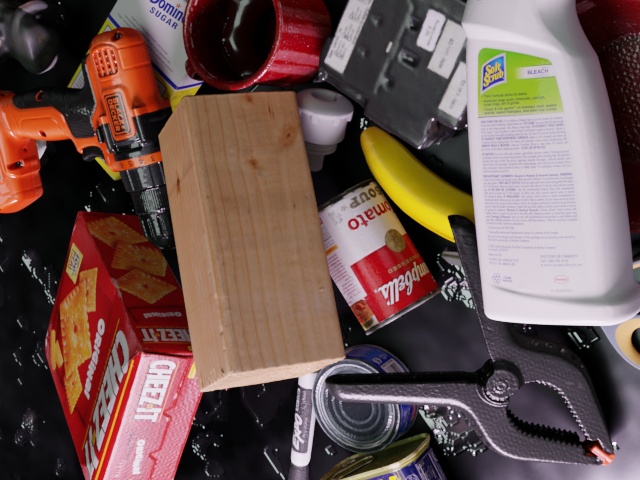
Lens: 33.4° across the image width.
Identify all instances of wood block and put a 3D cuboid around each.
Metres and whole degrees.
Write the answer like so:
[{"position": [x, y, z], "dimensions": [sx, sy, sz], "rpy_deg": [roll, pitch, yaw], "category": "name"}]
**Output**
[{"position": [-0.056, 0.001, 0.804], "dimensions": [0.091, 0.090, 0.206], "rpy_deg": [144, 117, -64], "category": "wood block"}]

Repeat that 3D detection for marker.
[{"position": [-0.015, 0.165, 0.932], "dimensions": [0.020, 0.020, 0.121], "rpy_deg": [17, 112, 27], "category": "marker"}]

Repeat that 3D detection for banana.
[{"position": [0.111, -0.030, 0.790], "dimensions": [0.198, 0.037, 0.069], "rpy_deg": [17, 81, 24], "category": "banana"}]

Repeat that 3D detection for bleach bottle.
[{"position": [0.143, -0.076, 0.671], "dimensions": [0.103, 0.068, 0.251], "rpy_deg": [0, 101, 32], "category": "bleach bottle"}]

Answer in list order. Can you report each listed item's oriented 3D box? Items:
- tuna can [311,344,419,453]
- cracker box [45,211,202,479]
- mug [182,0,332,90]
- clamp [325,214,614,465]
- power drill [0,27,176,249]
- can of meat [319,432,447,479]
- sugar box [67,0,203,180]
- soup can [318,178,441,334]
[{"position": [0.036, 0.131, 0.882], "dimensions": [0.086, 0.033, 0.086], "rpy_deg": [9, 109, 30], "category": "tuna can"}, {"position": [-0.174, 0.098, 0.922], "dimensions": [0.214, 0.072, 0.164], "rpy_deg": [54, 131, 50], "category": "cracker box"}, {"position": [-0.053, -0.154, 0.819], "dimensions": [0.117, 0.081, 0.093], "rpy_deg": [-31, 77, 32], "category": "mug"}, {"position": [0.119, 0.105, 0.780], "dimensions": [0.210, 0.036, 0.165], "rpy_deg": [41, 105, -6], "category": "clamp"}, {"position": [-0.203, -0.073, 0.904], "dimensions": [0.188, 0.057, 0.184], "rpy_deg": [-8, 99, 27], "category": "power drill"}, {"position": [0.061, 0.216, 0.878], "dimensions": [0.102, 0.057, 0.084], "rpy_deg": [-25, 93, 35], "category": "can of meat"}, {"position": [-0.152, -0.146, 0.913], "dimensions": [0.093, 0.048, 0.176], "rpy_deg": [48, 120, 10], "category": "sugar box"}, {"position": [0.039, 0.012, 0.825], "dimensions": [0.069, 0.068, 0.102], "rpy_deg": [-33, 85, 34], "category": "soup can"}]
